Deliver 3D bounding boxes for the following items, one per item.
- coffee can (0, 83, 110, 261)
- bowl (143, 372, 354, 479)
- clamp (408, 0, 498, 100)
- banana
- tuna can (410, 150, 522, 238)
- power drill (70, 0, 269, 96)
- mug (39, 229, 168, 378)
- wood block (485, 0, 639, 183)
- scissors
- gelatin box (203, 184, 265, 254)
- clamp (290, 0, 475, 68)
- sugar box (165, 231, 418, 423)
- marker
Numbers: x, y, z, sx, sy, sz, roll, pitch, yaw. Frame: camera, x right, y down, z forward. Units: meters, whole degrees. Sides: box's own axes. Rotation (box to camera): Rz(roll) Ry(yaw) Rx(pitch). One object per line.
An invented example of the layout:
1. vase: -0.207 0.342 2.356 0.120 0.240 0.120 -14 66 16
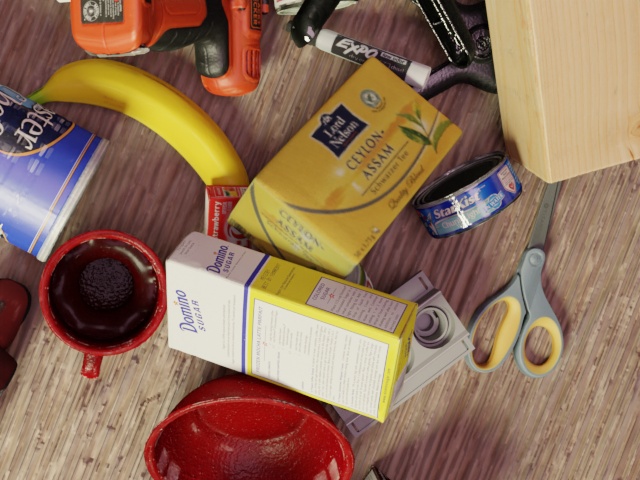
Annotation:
1. coffee can: -0.240 -0.062 0.780 0.140 0.103 0.103 29 89 -12
2. bowl: -0.054 0.152 0.834 0.162 0.055 0.162 1 134 1
3. clamp: 0.121 -0.151 0.876 0.171 0.039 0.120 9 103 -8
4. banana: -0.130 -0.091 0.835 0.197 0.037 0.070 27 112 -10
5. tuna can: 0.118 -0.037 0.859 0.086 0.086 0.034 -32 101 -7
6. power drill: -0.099 -0.197 0.762 0.057 0.187 0.184 1 96 28
7. mug: -0.166 0.047 0.814 0.093 0.081 0.117 7 93 -12
8. wood block: 0.186 -0.162 0.816 0.090 0.090 0.206 -16 113 -9
9. scissors: 0.194 0.031 0.915 0.096 0.016 0.202 31 88 -13
10. gelatin box: -0.056 0.001 0.843 0.073 0.030 0.089 0 117 -12
11. clamp: 0.041 -0.232 0.800 0.164 0.036 0.210 -7 92 -34
12. sugar box: -0.024 0.061 0.767 0.176 0.048 0.093 20 133 15
13. marker: 0.029 -0.150 0.848 0.121 0.020 0.020 22 90 9
